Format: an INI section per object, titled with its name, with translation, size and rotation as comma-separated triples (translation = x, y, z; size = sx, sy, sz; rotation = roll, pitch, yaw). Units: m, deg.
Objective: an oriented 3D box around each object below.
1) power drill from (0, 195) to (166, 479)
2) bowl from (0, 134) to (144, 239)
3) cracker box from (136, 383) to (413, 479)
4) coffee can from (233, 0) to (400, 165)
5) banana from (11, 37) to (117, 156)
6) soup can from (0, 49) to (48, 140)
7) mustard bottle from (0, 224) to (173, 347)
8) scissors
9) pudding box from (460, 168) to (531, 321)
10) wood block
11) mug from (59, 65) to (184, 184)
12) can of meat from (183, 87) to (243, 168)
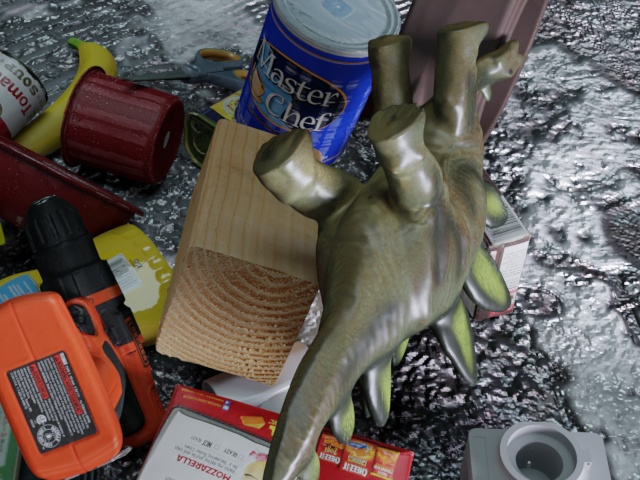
[power drill]
translation = -0.155, 0.060, 0.671
size = 0.057, 0.184, 0.187
rotation = -23, 4, 2
[bowl]
translation = -0.225, -0.037, 0.856
size = 0.162, 0.162, 0.055
rotation = 27, 88, 23
[cracker box]
translation = -0.046, 0.206, 0.639
size = 0.164, 0.072, 0.213
rotation = 15, 46, 3
[coffee can]
translation = -0.006, -0.139, 0.872
size = 0.102, 0.140, 0.103
rotation = 10, 50, -13
[banana]
translation = -0.236, -0.132, 1.006
size = 0.070, 0.037, 0.197
rotation = -8, 39, 21
[soup can]
translation = -0.294, -0.109, 0.925
size = 0.069, 0.068, 0.102
rotation = 27, 64, 23
[mustard bottle]
translation = -0.201, 0.063, 0.791
size = 0.191, 0.058, 0.096
rotation = -26, 64, -26
[scissors]
translation = -0.100, -0.146, 0.984
size = 0.096, 0.016, 0.201
rotation = 26, 23, 5
[pudding box]
translation = 0.121, -0.006, 0.855
size = 0.039, 0.090, 0.113
rotation = -13, 47, -13
[wood block]
translation = -0.056, 0.001, 0.790
size = 0.090, 0.091, 0.206
rotation = 18, 29, -10
[mug]
translation = -0.168, -0.102, 0.946
size = 0.081, 0.093, 0.117
rotation = 17, 26, 7
[can of meat]
translation = -0.058, -0.092, 0.956
size = 0.102, 0.057, 0.083
rotation = 33, 50, 26
